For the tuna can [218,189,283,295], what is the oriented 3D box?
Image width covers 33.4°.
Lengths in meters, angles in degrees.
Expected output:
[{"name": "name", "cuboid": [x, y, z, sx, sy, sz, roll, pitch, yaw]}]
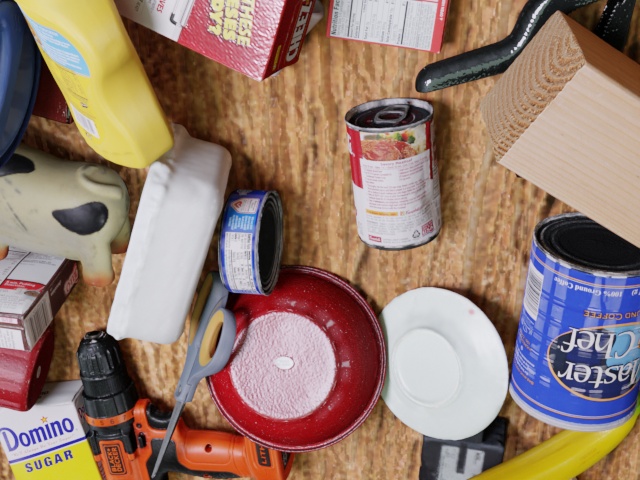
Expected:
[{"name": "tuna can", "cuboid": [-0.056, 0.001, 0.866, 0.034, 0.086, 0.086, 3, 117, 11]}]

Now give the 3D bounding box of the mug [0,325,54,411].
[{"name": "mug", "cuboid": [-0.289, 0.096, 0.967, 0.081, 0.093, 0.117, 14, 82, -2]}]

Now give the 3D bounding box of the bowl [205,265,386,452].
[{"name": "bowl", "cuboid": [-0.027, 0.102, 0.892, 0.162, 0.055, 0.162, 0, 90, 9]}]

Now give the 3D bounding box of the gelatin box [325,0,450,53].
[{"name": "gelatin box", "cuboid": [0.051, -0.182, 0.784, 0.089, 0.030, 0.073, 10, 119, 6]}]

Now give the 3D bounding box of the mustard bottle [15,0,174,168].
[{"name": "mustard bottle", "cuboid": [-0.166, -0.140, 0.740, 0.096, 0.058, 0.191, 39, 159, 36]}]

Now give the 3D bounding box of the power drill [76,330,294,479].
[{"name": "power drill", "cuboid": [-0.125, 0.163, 0.979, 0.188, 0.057, 0.184, -4, 113, 15]}]

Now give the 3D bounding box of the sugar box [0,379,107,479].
[{"name": "sugar box", "cuboid": [-0.248, 0.223, 1.039, 0.093, 0.048, 0.176, -8, 115, 15]}]

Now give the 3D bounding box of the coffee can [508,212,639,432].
[{"name": "coffee can", "cuboid": [0.207, 0.063, 0.834, 0.103, 0.102, 0.140, 7, 117, 8]}]

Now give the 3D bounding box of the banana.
[{"name": "banana", "cuboid": [0.189, 0.185, 0.903, 0.197, 0.037, 0.069, -29, 138, -7]}]

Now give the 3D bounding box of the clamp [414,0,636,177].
[{"name": "clamp", "cuboid": [0.154, -0.137, 0.778, 0.120, 0.039, 0.172, 27, 115, -19]}]

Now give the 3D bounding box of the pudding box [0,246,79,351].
[{"name": "pudding box", "cuboid": [-0.270, 0.044, 0.915, 0.090, 0.113, 0.039, 5, 120, 9]}]

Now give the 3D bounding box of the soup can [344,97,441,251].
[{"name": "soup can", "cuboid": [0.057, -0.051, 0.827, 0.068, 0.068, 0.102, -2, 117, 12]}]

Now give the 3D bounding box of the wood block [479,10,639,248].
[{"name": "wood block", "cuboid": [0.225, -0.060, 0.752, 0.206, 0.090, 0.091, 28, 119, -19]}]

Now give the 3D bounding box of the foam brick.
[{"name": "foam brick", "cuboid": [-0.209, -0.141, 0.844, 0.051, 0.053, 0.078, 13, 117, 4]}]

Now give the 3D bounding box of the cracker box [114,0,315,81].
[{"name": "cracker box", "cuboid": [-0.097, -0.231, 0.740, 0.214, 0.072, 0.164, 26, 120, 14]}]

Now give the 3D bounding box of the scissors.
[{"name": "scissors", "cuboid": [-0.106, 0.126, 0.893, 0.016, 0.096, 0.202, 12, 99, -23]}]
